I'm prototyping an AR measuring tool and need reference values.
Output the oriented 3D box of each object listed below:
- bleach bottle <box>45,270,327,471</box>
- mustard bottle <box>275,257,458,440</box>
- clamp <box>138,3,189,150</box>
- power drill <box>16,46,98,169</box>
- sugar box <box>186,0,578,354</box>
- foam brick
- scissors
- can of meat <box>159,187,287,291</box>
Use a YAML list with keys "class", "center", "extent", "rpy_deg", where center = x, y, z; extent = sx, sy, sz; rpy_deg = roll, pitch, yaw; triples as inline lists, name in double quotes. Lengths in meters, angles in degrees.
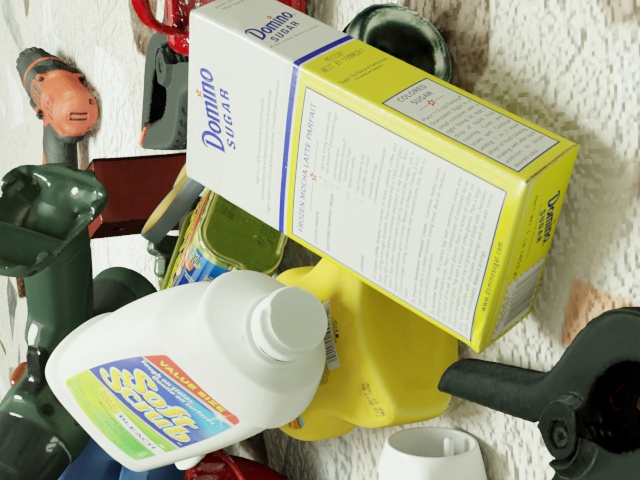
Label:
- class: "bleach bottle"
  center: [-0.070, 0.063, 0.565]
  extent: [0.102, 0.068, 0.251]
  rpy_deg: [50, 149, -4]
- class: "mustard bottle"
  center: [0.002, 0.059, 0.583]
  extent: [0.192, 0.058, 0.096]
  rpy_deg: [-30, 67, 61]
- class: "clamp"
  center: [-0.094, -0.121, 0.760]
  extent: [0.210, 0.036, 0.164]
  rpy_deg: [117, 141, -49]
- class: "power drill"
  center: [-0.285, -0.098, 1.122]
  extent: [0.185, 0.057, 0.188]
  rpy_deg: [44, 133, 52]
- class: "sugar box"
  center: [0.017, -0.035, 0.465]
  extent: [0.176, 0.048, 0.093]
  rpy_deg: [34, 136, 29]
- class: "foam brick"
  center: [-0.141, -0.034, 0.828]
  extent: [0.053, 0.078, 0.051]
  rpy_deg: [145, 115, -63]
- class: "scissors"
  center: [-0.058, -0.072, 0.711]
  extent: [0.202, 0.016, 0.096]
  rpy_deg: [-45, 17, 31]
- class: "can of meat"
  center: [-0.054, 0.001, 0.654]
  extent: [0.084, 0.057, 0.102]
  rpy_deg: [125, 164, -49]
